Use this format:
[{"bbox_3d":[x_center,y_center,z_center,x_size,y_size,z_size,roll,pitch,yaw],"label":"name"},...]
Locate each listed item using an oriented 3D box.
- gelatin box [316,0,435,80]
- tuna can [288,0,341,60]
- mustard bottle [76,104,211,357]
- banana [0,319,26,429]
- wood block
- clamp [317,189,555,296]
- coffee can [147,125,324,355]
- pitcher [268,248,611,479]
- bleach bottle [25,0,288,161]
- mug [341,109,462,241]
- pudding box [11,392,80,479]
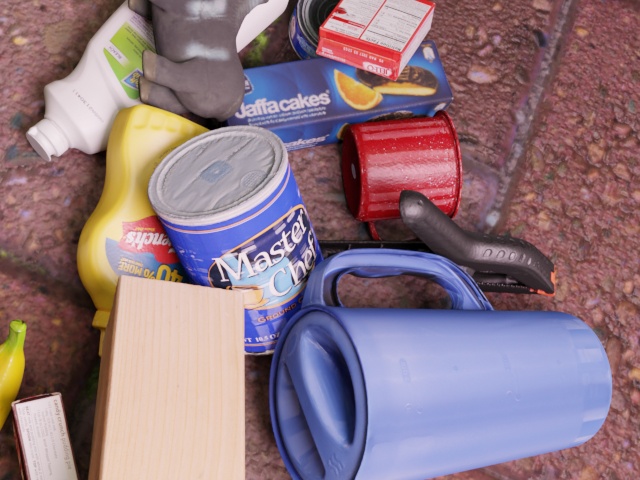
[{"bbox_3d":[0.047,-0.177,0.894,0.073,0.030,0.089,21,48,12],"label":"gelatin box"},{"bbox_3d":[0.016,-0.191,0.949,0.086,0.034,0.086,4,70,-11],"label":"tuna can"},{"bbox_3d":[-0.135,-0.001,0.823,0.096,0.058,0.191,23,76,-35],"label":"mustard bottle"},{"bbox_3d":[-0.262,0.146,0.748,0.037,0.069,0.197,21,67,15],"label":"banana"},{"bbox_3d":[-0.102,0.134,0.701,0.090,0.090,0.206,9,47,-14],"label":"wood block"},{"bbox_3d":[0.098,0.014,0.861,0.209,0.165,0.036,16,69,-32],"label":"clamp"},{"bbox_3d":[-0.055,0.001,0.790,0.103,0.140,0.103,-12,40,10],"label":"coffee can"},{"bbox_3d":[0.092,0.099,0.788,0.242,0.149,0.145,-1,32,-31],"label":"pitcher"},{"bbox_3d":[-0.144,-0.160,0.888,0.102,0.068,0.250,45,70,5],"label":"bleach bottle"},{"bbox_3d":[0.065,-0.048,0.888,0.081,0.093,0.117,-5,109,-10],"label":"mug"},{"bbox_3d":[-0.188,0.170,0.745,0.039,0.090,0.113,-13,75,-18],"label":"pudding box"}]
